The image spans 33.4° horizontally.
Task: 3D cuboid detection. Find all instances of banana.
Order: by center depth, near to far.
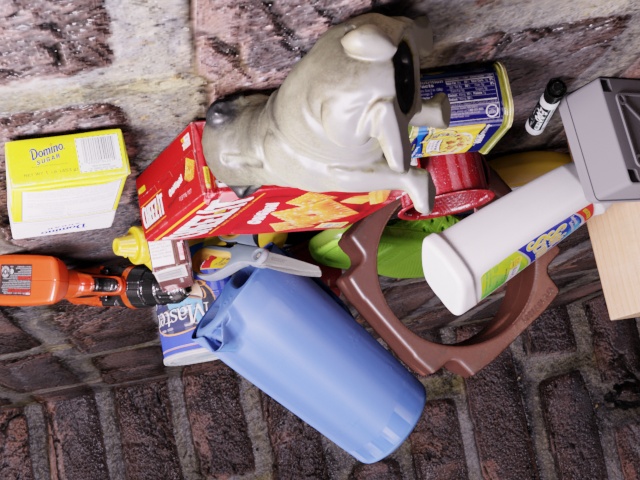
[{"bbox_3d":[0.222,-0.067,1.203,0.197,0.070,0.037,-4,-151,-2],"label":"banana"}]

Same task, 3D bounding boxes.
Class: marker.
[{"bbox_3d":[0.211,-0.125,1.003,0.020,0.020,0.121,-11,169,0],"label":"marker"}]

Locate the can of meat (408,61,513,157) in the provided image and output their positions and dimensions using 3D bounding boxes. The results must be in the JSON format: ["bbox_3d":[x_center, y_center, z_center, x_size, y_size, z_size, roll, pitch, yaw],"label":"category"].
[{"bbox_3d":[0.105,-0.106,0.896,0.084,0.057,0.102,-7,168,-9],"label":"can of meat"}]

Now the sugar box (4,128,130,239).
[{"bbox_3d":[-0.218,-0.045,0.906,0.093,0.048,0.176,-8,172,-18],"label":"sugar box"}]

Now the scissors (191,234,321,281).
[{"bbox_3d":[-0.057,0.001,1.069,0.202,0.096,0.016,-7,143,44],"label":"scissors"}]

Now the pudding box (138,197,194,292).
[{"bbox_3d":[-0.153,-0.003,1.064,0.039,0.090,0.113,-12,169,-8],"label":"pudding box"}]

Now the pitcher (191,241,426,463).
[{"bbox_3d":[-0.004,0.119,1.146,0.149,0.242,0.145,-51,-171,-11],"label":"pitcher"}]

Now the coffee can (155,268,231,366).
[{"bbox_3d":[-0.156,0.078,1.334,0.103,0.140,0.103,-11,169,-2],"label":"coffee can"}]

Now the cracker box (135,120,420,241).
[{"bbox_3d":[-0.040,-0.053,0.972,0.213,0.072,0.164,-5,168,-27],"label":"cracker box"}]

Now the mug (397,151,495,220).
[{"bbox_3d":[0.120,-0.071,1.017,0.117,0.081,0.093,-2,165,-40],"label":"mug"}]

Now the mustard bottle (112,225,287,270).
[{"bbox_3d":[-0.138,0.001,1.181,0.191,0.058,0.096,-3,159,-34],"label":"mustard bottle"}]

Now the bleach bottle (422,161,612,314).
[{"bbox_3d":[0.219,-0.027,1.055,0.250,0.068,0.102,-33,155,-10],"label":"bleach bottle"}]

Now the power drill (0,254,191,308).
[{"bbox_3d":[-0.268,0.052,1.235,0.185,0.057,0.187,-3,172,30],"label":"power drill"}]
